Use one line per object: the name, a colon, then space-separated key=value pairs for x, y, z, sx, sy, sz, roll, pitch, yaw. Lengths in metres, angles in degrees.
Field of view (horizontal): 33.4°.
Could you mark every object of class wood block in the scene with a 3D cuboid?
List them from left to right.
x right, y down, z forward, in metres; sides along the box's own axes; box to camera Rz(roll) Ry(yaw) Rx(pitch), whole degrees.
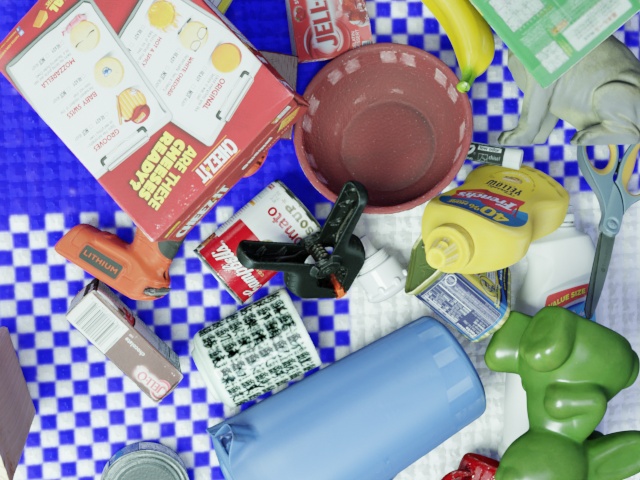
wood block: x=-0.300 y=0.144 z=0.881 sx=0.090 sy=0.206 sz=0.091 roll=-16 pitch=99 yaw=-7

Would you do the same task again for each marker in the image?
marker: x=0.128 y=-0.086 z=0.997 sx=0.121 sy=0.020 sz=0.020 roll=12 pitch=95 yaw=17

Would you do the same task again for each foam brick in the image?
foam brick: x=-0.051 y=-0.132 z=0.970 sx=0.051 sy=0.053 sz=0.078 roll=4 pitch=97 yaw=-10

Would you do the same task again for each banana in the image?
banana: x=0.103 y=-0.220 z=0.968 sx=0.069 sy=0.037 sz=0.198 roll=-14 pitch=64 yaw=-45

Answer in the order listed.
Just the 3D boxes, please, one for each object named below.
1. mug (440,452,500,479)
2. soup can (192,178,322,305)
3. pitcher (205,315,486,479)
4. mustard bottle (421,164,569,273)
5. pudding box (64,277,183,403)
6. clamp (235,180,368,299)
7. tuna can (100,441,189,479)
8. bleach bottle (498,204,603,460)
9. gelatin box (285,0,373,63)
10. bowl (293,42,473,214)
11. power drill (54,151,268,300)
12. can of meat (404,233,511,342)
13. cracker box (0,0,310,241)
mug: x=0.154 y=0.253 z=1.026 sx=0.117 sy=0.093 sz=0.081 roll=22 pitch=87 yaw=-29
soup can: x=-0.056 y=0.001 z=0.977 sx=0.102 sy=0.068 sz=0.068 roll=-41 pitch=101 yaw=-4
pitcher: x=0.029 y=0.179 z=0.989 sx=0.242 sy=0.149 sz=0.145 roll=-30 pitch=85 yaw=-8
mustard bottle: x=0.143 y=-0.015 z=0.943 sx=0.096 sy=0.191 sz=0.058 roll=24 pitch=121 yaw=24
pudding box: x=-0.175 y=0.088 z=0.955 sx=0.039 sy=0.090 sz=0.113 roll=-43 pitch=101 yaw=-4
clamp: x=0.006 y=0.006 z=0.940 sx=0.120 sy=0.171 sz=0.039 roll=-27 pitch=68 yaw=10
tuna can: x=-0.165 y=0.233 z=1.001 sx=0.086 sy=0.034 sz=0.086 roll=-1 pitch=96 yaw=-9
bleach bottle: x=0.224 y=0.091 z=1.037 sx=0.102 sy=0.068 sz=0.251 roll=-2 pitch=94 yaw=-9
gelatin box: x=0.006 y=-0.211 z=0.982 sx=0.073 sy=0.030 sz=0.089 roll=-8 pitch=97 yaw=-8
bowl: x=0.059 y=-0.095 z=0.973 sx=0.162 sy=0.055 sz=0.162 roll=-2 pitch=76 yaw=10
power drill: x=-0.159 y=-0.056 z=0.941 sx=0.184 sy=0.057 sz=0.188 roll=31 pitch=99 yaw=16
can of meat: x=0.131 y=0.035 z=0.995 sx=0.084 sy=0.102 sz=0.058 roll=39 pitch=121 yaw=-14
cracker box: x=-0.140 y=-0.130 z=0.873 sx=0.164 sy=0.072 sz=0.214 roll=-45 pitch=81 yaw=10
